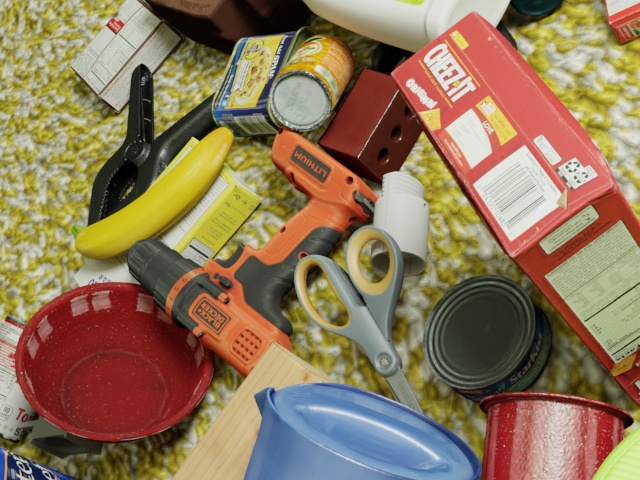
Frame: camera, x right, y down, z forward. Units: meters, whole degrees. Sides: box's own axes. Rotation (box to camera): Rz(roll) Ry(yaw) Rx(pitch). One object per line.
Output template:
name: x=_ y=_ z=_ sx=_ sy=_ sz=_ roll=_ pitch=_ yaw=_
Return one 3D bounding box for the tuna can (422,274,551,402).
tuna can: x=0.116 y=0.069 z=0.743 sx=0.086 sy=0.033 sz=0.086 roll=-20 pitch=53 yaw=27

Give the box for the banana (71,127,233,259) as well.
banana: x=-0.156 y=-0.031 z=0.951 sx=0.198 sy=0.037 sz=0.069 roll=-29 pitch=53 yaw=22

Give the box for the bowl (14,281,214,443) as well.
bowl: x=-0.172 y=0.112 z=0.892 sx=0.162 sy=0.055 sz=0.162 roll=6 pitch=46 yaw=-7

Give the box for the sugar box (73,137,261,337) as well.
sugar box: x=-0.142 y=0.000 z=0.982 sx=0.176 sy=0.048 sz=0.093 roll=-50 pitch=46 yaw=6

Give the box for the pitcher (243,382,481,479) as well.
pitcher: x=0.003 y=0.219 z=0.636 sx=0.149 sy=0.145 sz=0.243 roll=-127 pitch=54 yaw=-73

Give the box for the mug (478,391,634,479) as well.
mug: x=0.150 y=0.143 z=0.639 sx=0.117 sy=0.093 sz=0.081 roll=4 pitch=69 yaw=13

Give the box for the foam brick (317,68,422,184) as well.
foam brick: x=0.046 y=-0.094 z=0.889 sx=0.051 sy=0.053 sz=0.078 roll=23 pitch=80 yaw=44

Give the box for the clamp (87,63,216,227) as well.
clamp: x=-0.179 y=-0.088 z=1.071 sx=0.165 sy=0.036 sz=0.210 roll=25 pitch=80 yaw=44

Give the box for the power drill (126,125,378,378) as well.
power drill: x=-0.056 y=0.001 z=0.885 sx=0.185 sy=0.057 sz=0.187 roll=36 pitch=90 yaw=28

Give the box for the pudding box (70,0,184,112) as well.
pudding box: x=-0.214 y=-0.206 z=1.173 sx=0.113 sy=0.039 sz=0.090 roll=-50 pitch=45 yaw=4

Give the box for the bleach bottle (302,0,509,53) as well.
bleach bottle: x=0.032 y=-0.216 z=0.893 sx=0.251 sy=0.068 sz=0.102 roll=22 pitch=71 yaw=38

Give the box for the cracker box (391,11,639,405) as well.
cracker box: x=0.146 y=-0.015 z=0.647 sx=0.072 sy=0.213 sz=0.164 roll=-37 pitch=47 yaw=11

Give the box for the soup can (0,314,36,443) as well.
soup can: x=-0.287 y=0.129 z=0.995 sx=0.069 sy=0.068 sz=0.102 roll=16 pitch=74 yaw=43

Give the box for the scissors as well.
scissors: x=0.056 y=0.069 z=0.768 sx=0.096 sy=0.016 sz=0.202 roll=-50 pitch=59 yaw=10

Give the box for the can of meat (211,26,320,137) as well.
can of meat: x=-0.046 y=-0.144 z=0.990 sx=0.084 sy=0.057 sz=0.102 roll=3 pitch=65 yaw=42

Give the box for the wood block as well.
wood block: x=-0.046 y=0.189 z=0.754 sx=0.090 sy=0.090 sz=0.206 roll=33 pitch=86 yaw=45
